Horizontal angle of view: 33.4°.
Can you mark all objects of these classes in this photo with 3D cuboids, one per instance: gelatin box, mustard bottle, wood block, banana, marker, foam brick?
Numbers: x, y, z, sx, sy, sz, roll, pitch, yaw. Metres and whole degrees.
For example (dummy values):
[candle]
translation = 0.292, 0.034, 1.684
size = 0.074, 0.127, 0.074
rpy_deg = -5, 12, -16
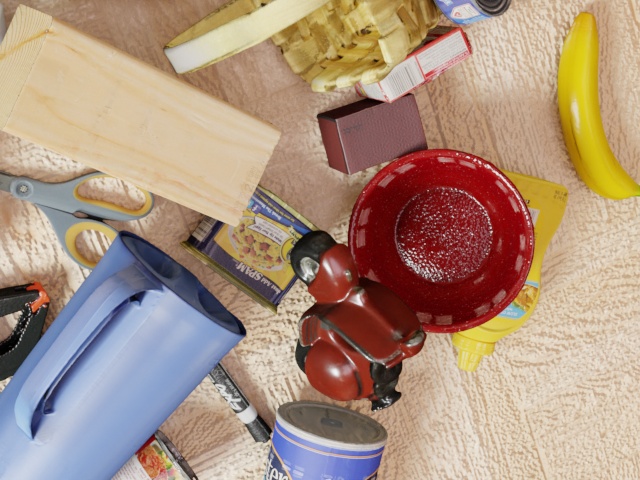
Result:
[gelatin box]
translation = 0.078, -0.154, 0.924
size = 0.089, 0.073, 0.030
rpy_deg = -31, 110, -10
[mustard bottle]
translation = 0.162, 0.030, 1.000
size = 0.096, 0.058, 0.192
rpy_deg = 12, 98, -16
[wood block]
translation = -0.147, -0.095, 0.831
size = 0.205, 0.091, 0.090
rpy_deg = 23, 94, -35
[banana]
translation = 0.259, -0.114, 1.014
size = 0.069, 0.037, 0.198
rpy_deg = -34, 112, -27
[marker]
translation = -0.081, 0.138, 0.968
size = 0.020, 0.020, 0.121
rpy_deg = -36, 111, -7
[foam brick]
translation = 0.045, -0.096, 0.938
size = 0.078, 0.051, 0.053
rpy_deg = -19, 106, -14

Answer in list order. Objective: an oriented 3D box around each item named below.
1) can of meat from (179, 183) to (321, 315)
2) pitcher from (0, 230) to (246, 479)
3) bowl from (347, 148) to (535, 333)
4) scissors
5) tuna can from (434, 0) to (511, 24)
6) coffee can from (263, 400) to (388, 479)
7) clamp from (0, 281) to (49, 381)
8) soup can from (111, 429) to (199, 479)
[can of meat]
translation = -0.056, 0.001, 0.925
size = 0.102, 0.057, 0.084
rpy_deg = 38, 87, -22
[pitcher]
translation = -0.187, 0.119, 0.864
size = 0.149, 0.145, 0.243
rpy_deg = 39, 93, -30
[bowl]
translation = 0.107, -0.002, 0.944
size = 0.162, 0.055, 0.162
rpy_deg = 1, 97, 10
[scissors]
translation = -0.239, -0.024, 0.882
size = 0.201, 0.016, 0.096
rpy_deg = 3, 101, -18
[tuna can]
translation = 0.117, -0.215, 0.844
size = 0.085, 0.034, 0.086
rpy_deg = 12, 74, -49
[coffee can]
translation = -0.004, 0.229, 0.968
size = 0.102, 0.103, 0.140
rpy_deg = 9, 99, -20
[clamp]
translation = -0.289, 0.106, 0.884
size = 0.171, 0.039, 0.120
rpy_deg = -34, 126, -10
[soup can]
translation = -0.163, 0.224, 0.934
size = 0.102, 0.069, 0.068
rpy_deg = -38, 111, -6
